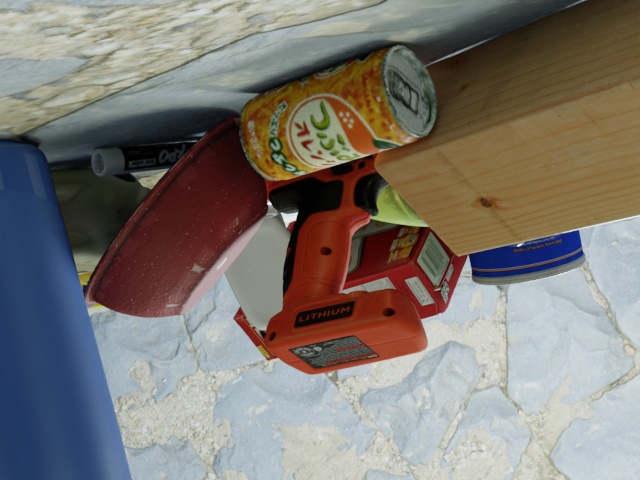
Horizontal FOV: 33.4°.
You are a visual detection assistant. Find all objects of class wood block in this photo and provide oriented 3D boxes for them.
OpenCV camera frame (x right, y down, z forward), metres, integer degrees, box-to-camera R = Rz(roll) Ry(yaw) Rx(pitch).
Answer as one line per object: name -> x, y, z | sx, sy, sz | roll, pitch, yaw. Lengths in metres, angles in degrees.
wood block -> 0.141, -0.067, 0.589 | 0.207, 0.090, 0.090 | -15, -142, 48

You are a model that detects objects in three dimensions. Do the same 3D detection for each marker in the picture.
marker -> -0.104, -0.059, 0.747 | 0.120, 0.020, 0.020 | -10, 177, -42

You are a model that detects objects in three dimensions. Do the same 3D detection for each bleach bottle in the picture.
bleach bottle -> -0.057, 0.001, 1.030 | 0.068, 0.102, 0.251 | -26, -167, 1

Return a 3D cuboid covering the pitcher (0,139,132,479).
pitcher -> -0.195, 0.070, 0.639 | 0.149, 0.243, 0.144 | -14, 177, 38

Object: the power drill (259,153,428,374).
power drill -> 0.032, -0.012, 0.719 | 0.185, 0.187, 0.057 | -18, 142, 29

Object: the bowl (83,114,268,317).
bowl -> -0.083, -0.003, 0.701 | 0.162, 0.055, 0.162 | -51, 178, -3

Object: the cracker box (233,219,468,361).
cracker box -> 0.040, 0.024, 1.046 | 0.214, 0.072, 0.164 | -19, -154, 34

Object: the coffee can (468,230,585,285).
coffee can -> 0.173, -0.040, 0.953 | 0.103, 0.140, 0.103 | -12, -173, 1
